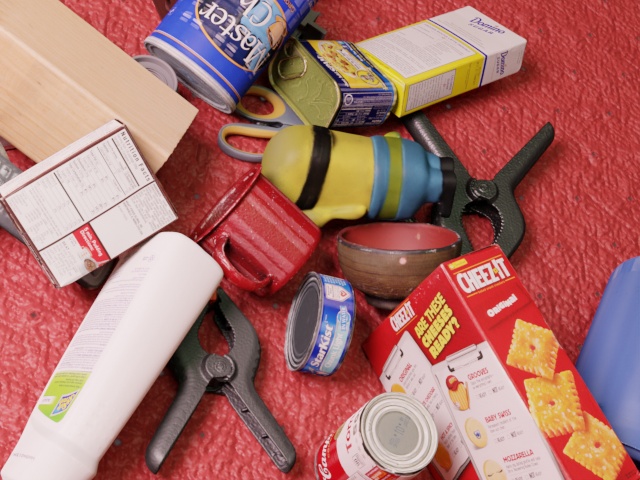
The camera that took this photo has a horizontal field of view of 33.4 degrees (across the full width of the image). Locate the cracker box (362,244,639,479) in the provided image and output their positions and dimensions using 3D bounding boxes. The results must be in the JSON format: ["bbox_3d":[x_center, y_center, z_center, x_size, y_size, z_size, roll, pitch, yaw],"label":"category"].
[{"bbox_3d":[0.140,0.135,0.878,0.072,0.164,0.214,-18,71,-32],"label":"cracker box"}]

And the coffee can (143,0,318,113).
[{"bbox_3d":[-0.080,-0.203,0.983,0.103,0.103,0.140,37,84,1],"label":"coffee can"}]

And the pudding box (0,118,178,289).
[{"bbox_3d":[-0.181,-0.028,0.830,0.113,0.039,0.090,-33,113,-14],"label":"pudding box"}]

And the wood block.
[{"bbox_3d":[-0.218,-0.125,0.888,0.206,0.090,0.090,37,33,-13],"label":"wood block"}]

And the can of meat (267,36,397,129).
[{"bbox_3d":[0.013,-0.152,1.035,0.083,0.058,0.102,-9,49,-42],"label":"can of meat"}]

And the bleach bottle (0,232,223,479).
[{"bbox_3d":[-0.172,0.110,0.815,0.068,0.103,0.250,43,59,-24],"label":"bleach bottle"}]

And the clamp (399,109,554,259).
[{"bbox_3d":[0.147,-0.050,1.062,0.164,0.036,0.210,14,61,-3],"label":"clamp"}]

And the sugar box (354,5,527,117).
[{"bbox_3d":[0.120,-0.188,1.109,0.175,0.048,0.093,-21,47,-33],"label":"sugar box"}]

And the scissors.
[{"bbox_3d":[-0.005,-0.112,1.041,0.201,0.016,0.096,-4,61,-20],"label":"scissors"}]

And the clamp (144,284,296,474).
[{"bbox_3d":[-0.094,0.115,0.869,0.120,0.039,0.171,-1,56,-28],"label":"clamp"}]

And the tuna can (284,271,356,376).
[{"bbox_3d":[-0.001,0.071,0.903,0.033,0.086,0.086,13,58,-17],"label":"tuna can"}]

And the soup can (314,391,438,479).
[{"bbox_3d":[0.044,0.169,0.856,0.068,0.102,0.068,10,59,-17],"label":"soup can"}]

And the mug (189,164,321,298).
[{"bbox_3d":[-0.056,0.001,0.909,0.081,0.093,0.117,42,30,-12],"label":"mug"}]
